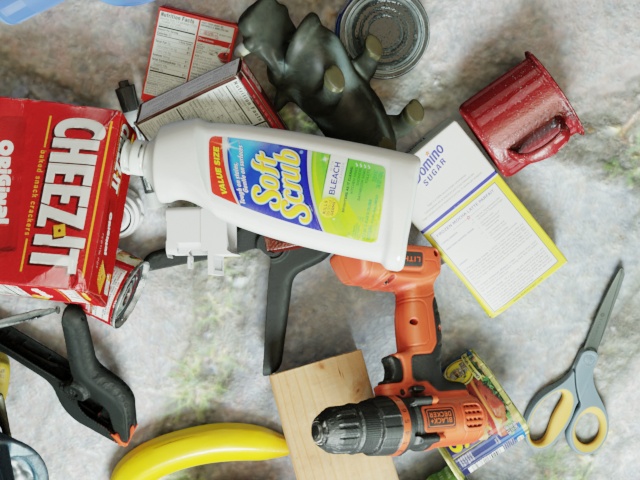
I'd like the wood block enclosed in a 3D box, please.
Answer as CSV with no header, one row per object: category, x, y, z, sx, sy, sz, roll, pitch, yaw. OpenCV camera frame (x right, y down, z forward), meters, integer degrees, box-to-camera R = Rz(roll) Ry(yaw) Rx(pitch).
wood block,0.023,0.215,0.996,0.090,0.091,0.206,-16,81,-1

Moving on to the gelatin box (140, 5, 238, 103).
gelatin box,-0.119,-0.163,0.972,0.073,0.030,0.089,12,102,-6

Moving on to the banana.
banana,-0.129,0.215,1.051,0.198,0.037,0.069,-21,127,2

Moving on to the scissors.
scissors,0.280,0.133,1.073,0.096,0.016,0.202,32,98,-12

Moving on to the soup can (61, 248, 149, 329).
soup can,-0.217,0.029,0.975,0.102,0.068,0.068,24,99,5

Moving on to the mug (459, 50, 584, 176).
mug,0.184,-0.105,0.967,0.081,0.117,0.093,-35,126,8

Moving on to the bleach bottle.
bleach bottle,-0.046,-0.044,0.905,0.251,0.068,0.102,9,90,5

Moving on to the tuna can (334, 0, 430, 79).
tuna can,0.057,-0.190,0.977,0.086,0.034,0.086,-1,102,-4

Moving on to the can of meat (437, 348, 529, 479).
can of meat,0.141,0.167,1.031,0.084,0.057,0.102,-33,62,0

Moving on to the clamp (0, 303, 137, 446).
clamp,-0.237,0.128,1.005,0.120,0.039,0.171,-1,127,33

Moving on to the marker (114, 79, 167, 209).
marker,-0.166,-0.089,0.989,0.020,0.020,0.121,-15,103,-1

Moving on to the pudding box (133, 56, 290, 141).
pudding box,-0.095,-0.101,0.953,0.114,0.039,0.090,-22,123,19

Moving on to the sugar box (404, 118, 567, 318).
sugar box,0.143,-0.021,1.015,0.093,0.048,0.176,-39,99,5

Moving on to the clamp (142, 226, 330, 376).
clamp,-0.057,0.001,1.008,0.164,0.036,0.210,34,94,-4

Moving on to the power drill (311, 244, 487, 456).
power drill,0.060,0.098,0.953,0.184,0.057,0.187,4,71,-37

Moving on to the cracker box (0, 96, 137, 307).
cracker box,-0.281,-0.039,0.920,0.214,0.072,0.164,6,77,5
